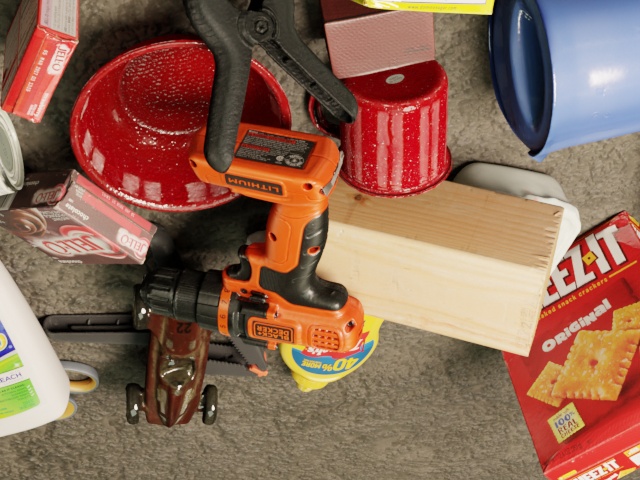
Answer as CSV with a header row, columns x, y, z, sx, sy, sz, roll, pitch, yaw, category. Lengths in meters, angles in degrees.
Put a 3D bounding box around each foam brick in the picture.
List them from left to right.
x,y,z,sx,sy,sz,roll,pitch,yaw,category
0.039,-0.157,0.767,0.078,0.051,0.053,-11,138,-1,foam brick

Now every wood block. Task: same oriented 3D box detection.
x,y,z,sx,sy,sz,roll,pitch,yaw,category
0.079,0.008,0.854,0.206,0.090,0.090,14,131,14,wood block

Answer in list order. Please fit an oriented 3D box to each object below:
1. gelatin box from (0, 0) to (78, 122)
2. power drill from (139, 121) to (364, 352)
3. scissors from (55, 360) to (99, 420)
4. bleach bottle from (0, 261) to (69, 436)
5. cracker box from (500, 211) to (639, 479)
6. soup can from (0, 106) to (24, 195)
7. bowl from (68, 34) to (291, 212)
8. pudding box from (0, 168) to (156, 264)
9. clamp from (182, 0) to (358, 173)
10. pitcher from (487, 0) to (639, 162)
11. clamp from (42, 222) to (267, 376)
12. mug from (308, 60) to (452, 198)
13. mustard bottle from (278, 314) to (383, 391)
x,y,z,sx,sy,sz,roll,pitch,yaw,category
-0.186,-0.135,0.712,0.030,0.089,0.073,16,130,-27,gelatin box
-0.055,0.001,0.805,0.184,0.057,0.188,9,133,9,power drill
-0.317,0.143,1.030,0.201,0.016,0.096,1,136,-14,scissors
-0.303,0.062,0.906,0.102,0.068,0.251,-15,130,3,bleach bottle
0.254,0.099,0.966,0.164,0.214,0.072,-33,132,21,cracker box
-0.279,-0.058,0.788,0.102,0.068,0.068,-13,137,0,soup can
-0.105,-0.097,0.795,0.162,0.055,0.162,-6,137,-6,bowl
-0.197,-0.016,0.834,0.114,0.039,0.090,1,152,44,pudding box
-0.037,-0.139,0.722,0.120,0.039,0.171,-15,101,-34,clamp
0.252,-0.154,0.769,0.242,0.145,0.149,-11,172,-7,pitcher
-0.124,0.069,0.980,0.209,0.036,0.165,25,126,-29,clamp
0.045,-0.096,0.817,0.117,0.093,0.081,18,136,22,mug
0.011,0.081,1.004,0.096,0.058,0.192,2,137,-20,mustard bottle
